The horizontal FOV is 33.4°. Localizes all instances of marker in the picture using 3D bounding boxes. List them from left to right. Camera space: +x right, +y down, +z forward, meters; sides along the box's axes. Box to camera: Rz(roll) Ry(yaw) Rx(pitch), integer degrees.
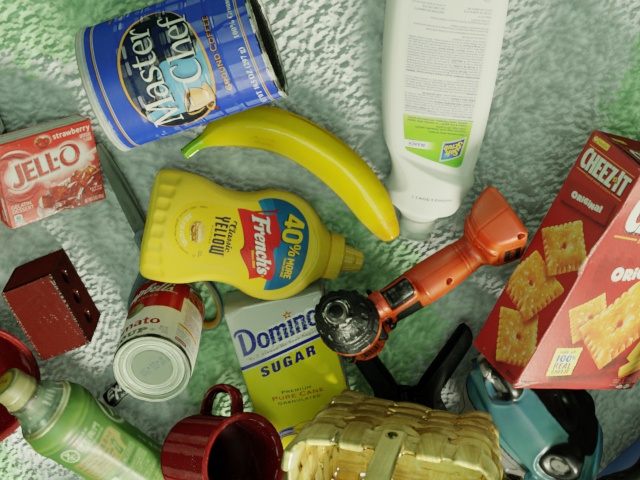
[{"bbox_3d":[-0.189,0.141,1.018,0.020,0.020,0.121,42,108,-18],"label":"marker"}]

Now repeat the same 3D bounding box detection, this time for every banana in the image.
[{"bbox_3d":[-0.015,-0.067,0.900,0.198,0.037,0.070,23,108,3],"label":"banana"}]

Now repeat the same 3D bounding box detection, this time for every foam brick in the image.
[{"bbox_3d":[-0.241,0.058,0.960,0.051,0.053,0.078,-21,114,9],"label":"foam brick"}]

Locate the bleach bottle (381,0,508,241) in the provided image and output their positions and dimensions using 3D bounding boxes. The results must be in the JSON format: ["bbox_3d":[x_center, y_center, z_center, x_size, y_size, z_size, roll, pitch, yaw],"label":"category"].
[{"bbox_3d":[0.089,-0.117,0.878,0.102,0.068,0.251,8,118,2],"label":"bleach bottle"}]

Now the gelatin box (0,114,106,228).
[{"bbox_3d":[-0.231,-0.059,0.896,0.089,0.030,0.073,-21,117,-29],"label":"gelatin box"}]

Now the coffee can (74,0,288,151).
[{"bbox_3d":[-0.107,-0.140,0.842,0.140,0.103,0.103,-17,114,7],"label":"coffee can"}]

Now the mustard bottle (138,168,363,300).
[{"bbox_3d":[-0.056,0.001,0.927,0.191,0.058,0.096,11,90,-11],"label":"mustard bottle"}]

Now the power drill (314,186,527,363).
[{"bbox_3d":[0.080,0.032,0.887,0.187,0.184,0.057,-33,78,1],"label":"power drill"}]

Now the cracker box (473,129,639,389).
[{"bbox_3d":[0.250,0.027,0.904,0.163,0.072,0.214,8,119,-37],"label":"cracker box"}]

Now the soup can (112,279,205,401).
[{"bbox_3d":[-0.139,0.085,0.928,0.068,0.102,0.068,0,117,1],"label":"soup can"}]

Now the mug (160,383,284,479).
[{"bbox_3d":[-0.094,0.191,0.985,0.093,0.082,0.117,5,83,-41],"label":"mug"}]

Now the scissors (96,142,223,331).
[{"bbox_3d":[-0.167,0.014,0.961,0.096,0.016,0.201,-34,111,14],"label":"scissors"}]

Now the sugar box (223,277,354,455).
[{"bbox_3d":[-0.023,0.123,0.997,0.093,0.048,0.176,-13,115,5],"label":"sugar box"}]

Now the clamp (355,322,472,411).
[{"bbox_3d":[0.073,0.148,1.015,0.120,0.039,0.171,10,112,7],"label":"clamp"}]
